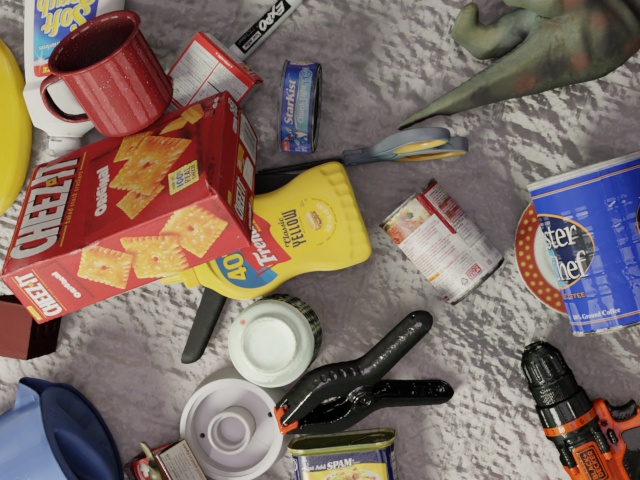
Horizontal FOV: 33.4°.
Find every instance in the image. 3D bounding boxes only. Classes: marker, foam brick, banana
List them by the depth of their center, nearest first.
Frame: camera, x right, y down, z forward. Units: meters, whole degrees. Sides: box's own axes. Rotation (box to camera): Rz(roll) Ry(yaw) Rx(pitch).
[{"bbox_3d":[-0.044,-0.214,1.024,0.121,0.020,0.020,-44,87,5],"label":"marker"},{"bbox_3d":[-0.288,0.082,1.025,0.051,0.078,0.053,10,92,7],"label":"foam brick"},{"bbox_3d":[-0.315,-0.104,1.044,0.069,0.037,0.198,9,92,5],"label":"banana"}]

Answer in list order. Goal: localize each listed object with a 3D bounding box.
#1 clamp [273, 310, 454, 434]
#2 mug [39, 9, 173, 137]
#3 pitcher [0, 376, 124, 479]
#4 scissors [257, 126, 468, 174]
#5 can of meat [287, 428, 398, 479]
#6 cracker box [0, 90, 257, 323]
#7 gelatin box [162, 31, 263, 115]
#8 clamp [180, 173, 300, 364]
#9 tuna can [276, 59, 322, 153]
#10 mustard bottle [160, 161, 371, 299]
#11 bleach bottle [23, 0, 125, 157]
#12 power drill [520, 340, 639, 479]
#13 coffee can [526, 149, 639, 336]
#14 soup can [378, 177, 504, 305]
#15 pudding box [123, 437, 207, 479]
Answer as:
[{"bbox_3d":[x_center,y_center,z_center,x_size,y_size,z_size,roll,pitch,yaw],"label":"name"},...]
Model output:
[{"bbox_3d":[0.039,0.126,0.972,0.171,0.039,0.120,-17,125,-9],"label":"clamp"},{"bbox_3d":[-0.197,-0.143,0.969,0.117,0.093,0.081,-25,128,5],"label":"mug"},{"bbox_3d":[-0.312,0.254,1.010,0.243,0.145,0.149,-29,53,9],"label":"pitcher"},{"bbox_3d":[0.037,-0.081,0.985,0.202,0.096,0.016,-5,81,3],"label":"scissors"},{"bbox_3d":[0.025,0.227,1.007,0.102,0.057,0.084,-7,93,6],"label":"can of meat"},{"bbox_3d":[-0.166,-0.034,0.950,0.214,0.164,0.072,-19,128,15],"label":"cracker box"},{"bbox_3d":[-0.110,-0.142,1.018,0.073,0.030,0.089,42,111,4],"label":"gelatin box"},{"bbox_3d":[-0.101,-0.007,1.024,0.210,0.036,0.164,-41,88,3],"label":"clamp"},{"bbox_3d":[-0.019,-0.123,0.990,0.034,0.086,0.086,5,92,4],"label":"tuna can"},{"bbox_3d":[-0.056,0.001,0.975,0.191,0.058,0.096,-19,88,-1],"label":"mustard bottle"},{"bbox_3d":[-0.231,-0.204,1.023,0.102,0.068,0.251,3,94,4],"label":"bleach bottle"},{"bbox_3d":[0.296,0.149,0.979,0.188,0.057,0.184,-26,92,8],"label":"power drill"},{"bbox_3d":[0.250,0.002,0.935,0.103,0.102,0.140,-17,89,6],"label":"coffee can"},{"bbox_3d":[0.113,0.001,0.988,0.068,0.068,0.102,-42,87,5],"label":"soup can"},{"bbox_3d":[-0.132,0.247,1.007,0.039,0.090,0.113,-31,90,-34],"label":"pudding box"}]
